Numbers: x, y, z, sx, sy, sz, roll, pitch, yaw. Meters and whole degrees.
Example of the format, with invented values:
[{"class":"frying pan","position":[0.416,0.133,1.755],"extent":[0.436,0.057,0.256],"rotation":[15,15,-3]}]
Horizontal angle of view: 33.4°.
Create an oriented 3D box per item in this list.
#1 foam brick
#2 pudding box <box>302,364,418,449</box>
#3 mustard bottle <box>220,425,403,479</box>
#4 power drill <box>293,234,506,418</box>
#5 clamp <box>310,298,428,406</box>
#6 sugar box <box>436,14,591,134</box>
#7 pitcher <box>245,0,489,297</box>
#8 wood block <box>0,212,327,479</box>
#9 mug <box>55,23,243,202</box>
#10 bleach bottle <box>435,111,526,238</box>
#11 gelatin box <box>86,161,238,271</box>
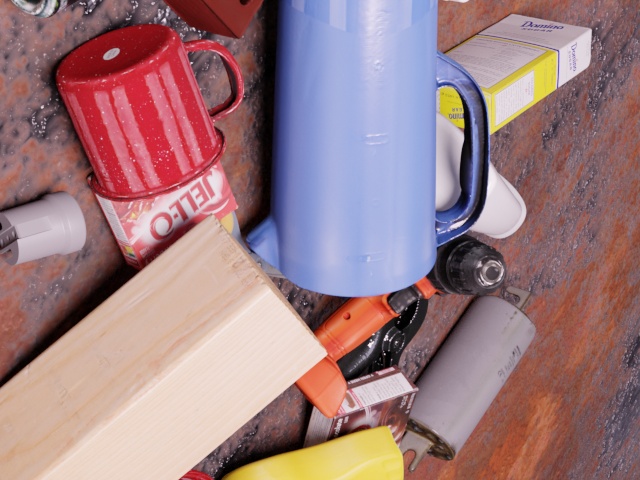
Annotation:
[{"class":"foam brick","position":[-0.077,-0.178,0.705],"extent":[0.078,0.051,0.053],"rotation":[40,75,-52]},{"class":"pudding box","position":[0.033,0.173,0.976],"extent":[0.089,0.039,0.114],"rotation":[-15,135,-29]},{"class":"mustard bottle","position":[-0.027,0.217,0.907],"extent":[0.191,0.058,0.096],"rotation":[-12,141,-17]},{"class":"power drill","position":[0.054,0.061,0.876],"extent":[0.187,0.185,0.057],"rotation":[-40,102,-9]},{"class":"clamp","position":[0.052,0.094,1.007],"extent":[0.120,0.039,0.171],"rotation":[11,98,-56]},{"class":"sugar box","position":[0.167,-0.157,0.988],"extent":[0.175,0.093,0.048],"rotation":[-31,129,-39]},{"class":"pitcher","position":[0.036,-0.092,0.781],"extent":[0.149,0.145,0.243],"rotation":[-36,136,-46]},{"class":"wood block","position":[-0.112,0.093,0.698],"extent":[0.206,0.090,0.090],"rotation":[-40,138,-1]},{"class":"mug","position":[-0.105,-0.088,0.675],"extent":[0.117,0.093,0.081],"rotation":[-23,124,-9]},{"class":"bleach bottle","position":[0.137,-0.051,0.991],"extent":[0.068,0.103,0.250],"rotation":[-46,163,10]},{"class":"gelatin box","position":[-0.107,-0.032,0.740],"extent":[0.089,0.030,0.073],"rotation":[-37,125,-27]}]
